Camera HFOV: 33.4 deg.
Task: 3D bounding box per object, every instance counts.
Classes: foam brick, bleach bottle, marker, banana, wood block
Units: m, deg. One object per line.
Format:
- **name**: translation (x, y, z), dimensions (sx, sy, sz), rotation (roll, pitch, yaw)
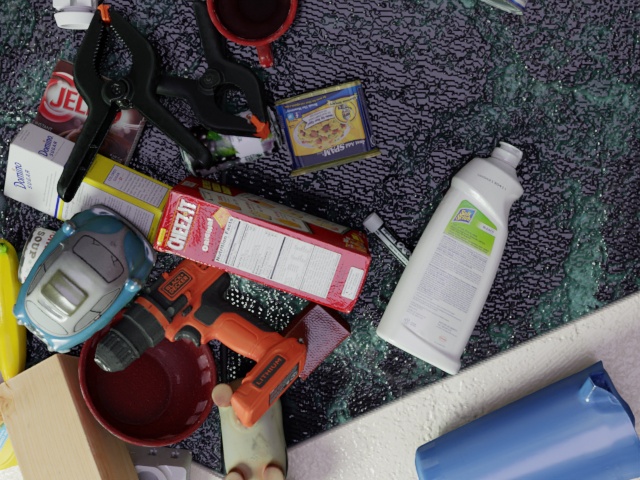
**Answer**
- **foam brick**: translation (-0.010, 0.109, 1.210), dimensions (0.053, 0.051, 0.078), rotation (44, 99, -6)
- **bleach bottle**: translation (0.159, 0.013, 1.170), dimensions (0.102, 0.068, 0.251), rotation (28, 89, -7)
- **marker**: translation (0.095, 0.017, 1.206), dimensions (0.020, 0.020, 0.121), rotation (-43, 97, 9)
- **banana**: translation (-0.356, 0.072, 1.202), dimensions (0.037, 0.069, 0.198), rotation (0, 122, -5)
- **wood block**: translation (-0.271, 0.241, 1.180), dimensions (0.091, 0.090, 0.206), rotation (-28, 72, 11)

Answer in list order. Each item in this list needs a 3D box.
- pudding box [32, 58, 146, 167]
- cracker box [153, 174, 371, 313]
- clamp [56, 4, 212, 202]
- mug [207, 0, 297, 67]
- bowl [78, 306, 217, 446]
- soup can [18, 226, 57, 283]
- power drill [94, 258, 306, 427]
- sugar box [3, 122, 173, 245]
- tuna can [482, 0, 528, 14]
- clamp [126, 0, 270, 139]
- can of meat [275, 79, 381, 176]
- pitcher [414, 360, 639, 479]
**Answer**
- **pudding box**: translation (-0.251, -0.137, 1.176), dimensions (0.113, 0.039, 0.090), rotation (23, 100, -4)
- **cracker box**: translation (-0.057, 0.001, 1.134), dimensions (0.213, 0.164, 0.072), rotation (18, 99, -2)
- **clamp**: translation (-0.217, -0.144, 1.118), dimensions (0.164, 0.036, 0.210), rotation (-19, 76, 1)
- **mug**: translation (-0.066, -0.241, 1.129), dimensions (0.093, 0.081, 0.117), rotation (-13, 100, 4)
- **bowl**: translation (-0.200, 0.157, 1.199), dimensions (0.161, 0.055, 0.162), rotation (12, 62, -25)
- **soup can**: translation (-0.277, 0.030, 1.194), dimensions (0.102, 0.068, 0.068), rotation (16, 101, -2)
- **power drill**: translation (-0.123, 0.113, 1.150), dimensions (0.188, 0.057, 0.184), rotation (38, 67, 16)
- **sugar box**: translation (-0.254, -0.054, 1.169), dimensions (0.176, 0.048, 0.093), rotation (27, 140, -2)
- **tuna can**: translation (0.179, -0.269, 1.115), dimensions (0.086, 0.086, 0.034), rotation (24, 99, -3)
- **clamp**: translation (-0.113, -0.177, 1.140), dimensions (0.171, 0.039, 0.120), rotation (34, 93, 13)
- **can of meat**: translation (0.007, -0.123, 1.163), dimensions (0.102, 0.057, 0.084), rotation (-14, 98, 4)
- **pitcher**: translation (0.238, 0.246, 1.199), dimensions (0.243, 0.145, 0.149), rotation (-24, 87, 10)
